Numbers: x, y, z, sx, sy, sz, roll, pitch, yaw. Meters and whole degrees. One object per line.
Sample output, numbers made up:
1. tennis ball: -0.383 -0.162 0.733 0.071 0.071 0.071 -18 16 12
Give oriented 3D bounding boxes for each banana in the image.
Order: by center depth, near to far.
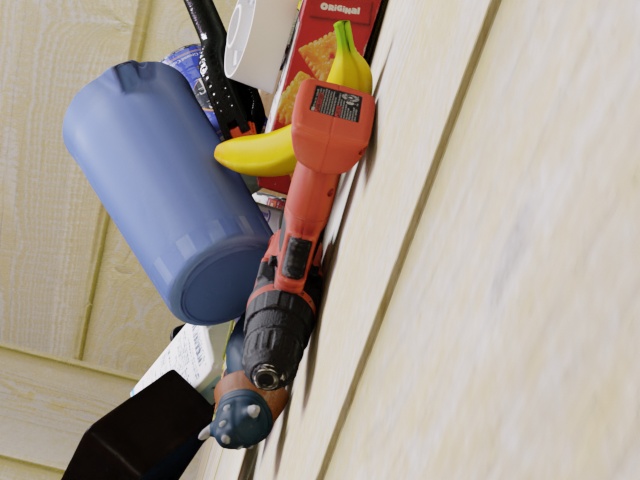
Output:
1. banana: -0.015 -0.093 0.848 0.198 0.037 0.069 -38 75 44

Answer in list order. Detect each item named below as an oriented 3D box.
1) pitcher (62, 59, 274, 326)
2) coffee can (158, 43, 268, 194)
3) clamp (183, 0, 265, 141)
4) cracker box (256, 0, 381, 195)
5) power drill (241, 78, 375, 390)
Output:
1. pitcher: -0.130 -0.035 0.967 0.145 0.149 0.243 -49 52 19
2. coffee can: -0.112 -0.124 1.124 0.140 0.102 0.103 58 146 32
3. clamp: -0.085 -0.167 1.042 0.164 0.036 0.210 43 -153 -55
4. cracker box: 0.000 -0.151 0.977 0.164 0.072 0.214 -108 34 -81
5. power drill: -0.013 -0.008 0.766 0.184 0.057 0.188 -83 9 -59
